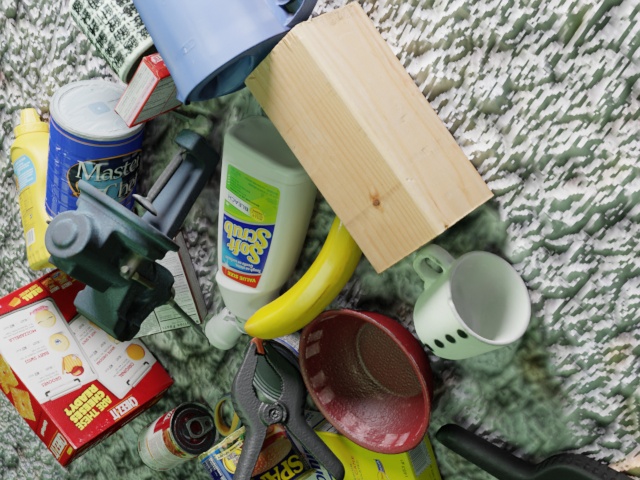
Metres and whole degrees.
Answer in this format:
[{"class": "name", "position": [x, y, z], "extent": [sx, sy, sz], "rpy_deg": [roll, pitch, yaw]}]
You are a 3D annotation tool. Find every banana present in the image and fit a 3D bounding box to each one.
[{"class": "banana", "position": [-0.010, 0.040, 1.037], "extent": [0.198, 0.037, 0.070], "rpy_deg": [-53, 33, 24]}]

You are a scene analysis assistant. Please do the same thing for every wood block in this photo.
[{"class": "wood block", "position": [0.040, -0.088, 0.920], "extent": [0.206, 0.090, 0.091], "rpy_deg": [56, 137, 2]}]

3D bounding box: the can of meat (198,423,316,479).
[{"class": "can of meat", "position": [-0.069, 0.242, 1.149], "extent": [0.084, 0.101, 0.058], "rpy_deg": [56, 143, 9]}]

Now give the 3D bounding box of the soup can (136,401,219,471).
[{"class": "soup can", "position": [-0.180, 0.248, 1.343], "extent": [0.068, 0.068, 0.102], "rpy_deg": [57, 139, 1]}]

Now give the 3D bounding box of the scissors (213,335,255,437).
[{"class": "scissors", "position": [-0.074, 0.182, 1.243], "extent": [0.096, 0.016, 0.202], "rpy_deg": [43, 136, 13]}]

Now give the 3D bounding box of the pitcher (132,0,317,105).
[{"class": "pitcher", "position": [-0.112, -0.255, 0.942], "extent": [0.243, 0.149, 0.145], "rpy_deg": [60, 172, 2]}]

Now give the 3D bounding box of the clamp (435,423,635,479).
[{"class": "clamp", "position": [0.207, 0.234, 0.994], "extent": [0.210, 0.036, 0.164], "rpy_deg": [-22, 98, 45]}]

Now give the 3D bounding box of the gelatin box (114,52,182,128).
[{"class": "gelatin box", "position": [-0.160, -0.159, 1.076], "extent": [0.030, 0.073, 0.089], "rpy_deg": [50, 138, 7]}]

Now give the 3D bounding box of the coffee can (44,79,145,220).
[{"class": "coffee can", "position": [-0.250, -0.091, 1.179], "extent": [0.103, 0.102, 0.140], "rpy_deg": [36, 134, 22]}]

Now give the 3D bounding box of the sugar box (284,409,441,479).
[{"class": "sugar box", "position": [0.045, 0.239, 1.143], "extent": [0.177, 0.048, 0.093], "rpy_deg": [-2, 112, 43]}]

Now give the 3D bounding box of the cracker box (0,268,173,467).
[{"class": "cracker box", "position": [-0.318, 0.151, 1.342], "extent": [0.214, 0.163, 0.072], "rpy_deg": [49, 139, 10]}]

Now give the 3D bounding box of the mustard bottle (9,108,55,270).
[{"class": "mustard bottle", "position": [-0.335, -0.065, 1.284], "extent": [0.096, 0.058, 0.191], "rpy_deg": [-23, 78, 59]}]

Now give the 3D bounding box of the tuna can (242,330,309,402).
[{"class": "tuna can", "position": [-0.040, 0.134, 1.162], "extent": [0.086, 0.033, 0.086], "rpy_deg": [18, 125, 27]}]

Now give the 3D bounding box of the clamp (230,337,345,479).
[{"class": "clamp", "position": [-0.038, 0.185, 1.107], "extent": [0.039, 0.120, 0.171], "rpy_deg": [146, 122, -74]}]

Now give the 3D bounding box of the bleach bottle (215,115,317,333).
[{"class": "bleach bottle", "position": [-0.057, 0.001, 1.086], "extent": [0.103, 0.068, 0.251], "rpy_deg": [30, 134, 23]}]

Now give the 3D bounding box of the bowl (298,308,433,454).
[{"class": "bowl", "position": [0.056, 0.129, 1.060], "extent": [0.162, 0.055, 0.162], "rpy_deg": [23, 128, 32]}]

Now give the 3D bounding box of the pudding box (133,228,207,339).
[{"class": "pudding box", "position": [-0.189, 0.050, 1.224], "extent": [0.090, 0.039, 0.113], "rpy_deg": [-13, 110, 8]}]
